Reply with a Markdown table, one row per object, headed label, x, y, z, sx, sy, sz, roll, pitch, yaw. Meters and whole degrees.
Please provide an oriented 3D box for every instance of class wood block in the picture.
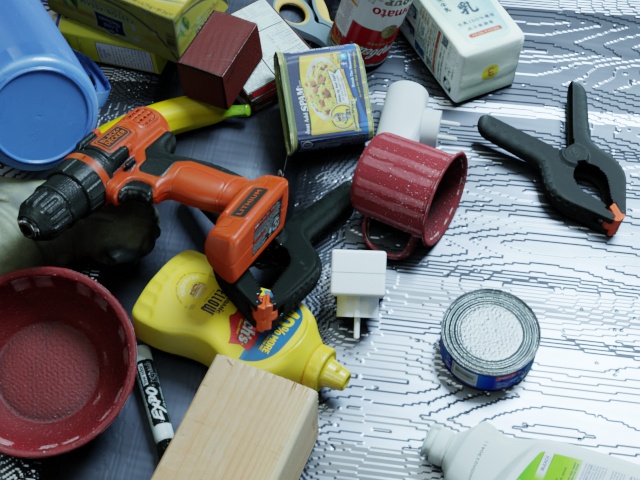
| label | x | y | z | sx | sy | sz | roll | pitch | yaw |
| --- | --- | --- | --- | --- | --- | --- | --- | --- | --- |
| wood block | -0.082 | 0.206 | 0.826 | 0.091 | 0.090 | 0.206 | 19 | 59 | 13 |

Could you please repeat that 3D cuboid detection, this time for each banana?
| label | x | y | z | sx | sy | sz | roll | pitch | yaw |
| --- | --- | --- | --- | --- | --- | --- | --- | --- | --- |
| banana | -0.165 | -0.112 | 1.045 | 0.197 | 0.037 | 0.070 | -25 | 18 | -35 |

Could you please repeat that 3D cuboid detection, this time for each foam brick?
| label | x | y | z | sx | sy | sz | roll | pitch | yaw |
| --- | --- | --- | --- | --- | --- | --- | --- | --- | --- |
| foam brick | -0.099 | -0.179 | 1.058 | 0.051 | 0.053 | 0.078 | 21 | 61 | 16 |

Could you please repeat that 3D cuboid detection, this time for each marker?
| label | x | y | z | sx | sy | sz | roll | pitch | yaw |
| --- | --- | --- | --- | --- | --- | --- | --- | --- | --- |
| marker | -0.140 | 0.144 | 0.911 | 0.020 | 0.020 | 0.121 | -17 | 57 | -9 |

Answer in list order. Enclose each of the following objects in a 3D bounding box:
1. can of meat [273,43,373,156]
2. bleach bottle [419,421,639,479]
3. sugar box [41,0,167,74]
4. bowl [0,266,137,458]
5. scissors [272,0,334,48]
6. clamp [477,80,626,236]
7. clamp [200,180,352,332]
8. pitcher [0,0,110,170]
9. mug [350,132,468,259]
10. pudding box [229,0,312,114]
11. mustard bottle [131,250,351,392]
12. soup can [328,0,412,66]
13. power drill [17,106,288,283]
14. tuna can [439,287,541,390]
| label | x | y | z | sx | sy | sz | roll | pitch | yaw |
| --- | --- | --- | --- | --- | --- | --- | --- | --- | --- |
| can of meat | 0.003 | -0.140 | 1.054 | 0.084 | 0.057 | 0.102 | -9 | 88 | -7 |
| bleach bottle | 0.201 | 0.201 | 0.834 | 0.251 | 0.068 | 0.102 | 22 | 60 | 19 |
| sugar box | -0.240 | -0.241 | 1.155 | 0.176 | 0.048 | 0.093 | 13 | 58 | 10 |
| bowl | -0.235 | 0.106 | 0.904 | 0.162 | 0.055 | 0.162 | 2 | 72 | -5 |
| scissors | -0.002 | -0.204 | 1.137 | 0.096 | 0.016 | 0.202 | -2 | 56 | -3 |
| clamp | 0.247 | -0.083 | 1.034 | 0.120 | 0.039 | 0.171 | -33 | 67 | -13 |
| clamp | -0.056 | 0.001 | 0.955 | 0.164 | 0.036 | 0.210 | 6 | 37 | 4 |
| pitcher | -0.284 | -0.158 | 1.010 | 0.149 | 0.145 | 0.243 | -31 | 38 | -11 |
| mug | 0.077 | -0.040 | 0.992 | 0.082 | 0.093 | 0.117 | 22 | 96 | 22 |
| pudding box | -0.066 | -0.195 | 1.122 | 0.090 | 0.039 | 0.113 | -30 | 62 | -16 |
| mustard bottle | -0.061 | 0.082 | 0.925 | 0.192 | 0.058 | 0.096 | 25 | 47 | 17 |
| soup can | 0.055 | -0.238 | 1.095 | 0.068 | 0.102 | 0.068 | 9 | 54 | -13 |
| power drill | -0.136 | -0.034 | 0.905 | 0.188 | 0.057 | 0.184 | 24 | 46 | 16 |
| tuna can | 0.147 | 0.086 | 0.928 | 0.086 | 0.034 | 0.086 | -1 | 56 | 2 |
